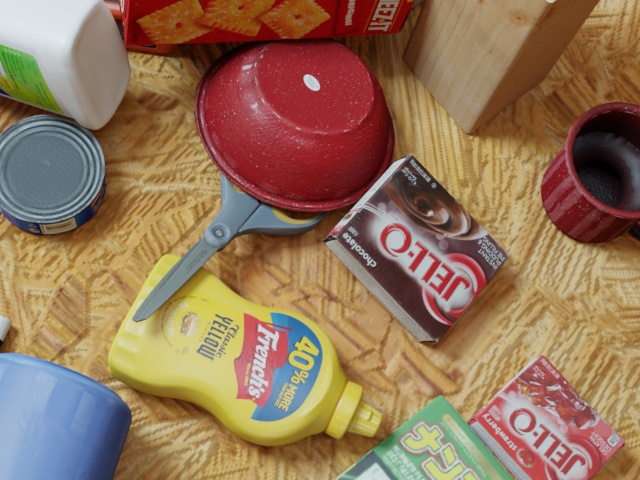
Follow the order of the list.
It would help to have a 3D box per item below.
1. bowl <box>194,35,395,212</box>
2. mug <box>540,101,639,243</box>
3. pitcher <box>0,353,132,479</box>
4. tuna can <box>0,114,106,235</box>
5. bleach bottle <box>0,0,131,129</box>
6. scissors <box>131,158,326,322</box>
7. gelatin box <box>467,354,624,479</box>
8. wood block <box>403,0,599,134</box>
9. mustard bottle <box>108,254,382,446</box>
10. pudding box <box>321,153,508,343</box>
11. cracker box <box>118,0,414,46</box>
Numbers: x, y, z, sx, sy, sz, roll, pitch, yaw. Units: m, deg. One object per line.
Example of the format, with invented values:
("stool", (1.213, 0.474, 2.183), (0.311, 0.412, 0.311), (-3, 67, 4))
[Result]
("bowl", (-0.011, -0.104, 0.806), (0.162, 0.055, 0.162), (8, 60, -14))
("mug", (0.228, -0.039, 0.819), (0.117, 0.081, 0.093), (43, 72, 8))
("pitcher", (-0.214, 0.193, 0.657), (0.145, 0.149, 0.242), (19, 67, -1))
("tuna can", (-0.202, -0.048, 0.793), (0.086, 0.034, 0.086), (2, 71, -7))
("bleach bottle", (-0.271, -0.156, 0.785), (0.251, 0.102, 0.068), (15, 61, 15))
("scissors", (-0.055, 0.001, 0.774), (0.096, 0.016, 0.201), (27, 51, -8))
("gelatin box", (0.165, 0.141, 0.779), (0.073, 0.030, 0.089), (-39, 80, -17))
("wood block", (0.139, -0.175, 0.787), (0.090, 0.206, 0.090), (-35, 79, -16))
("mustard bottle", (-0.046, 0.090, 0.754), (0.191, 0.058, 0.096), (25, 64, 1))
("pudding box", (0.071, 0.007, 0.795), (0.113, 0.039, 0.090), (45, 71, -6))
("cracker box", (-0.050, -0.231, 0.795), (0.213, 0.072, 0.164), (-5, 64, -17))
